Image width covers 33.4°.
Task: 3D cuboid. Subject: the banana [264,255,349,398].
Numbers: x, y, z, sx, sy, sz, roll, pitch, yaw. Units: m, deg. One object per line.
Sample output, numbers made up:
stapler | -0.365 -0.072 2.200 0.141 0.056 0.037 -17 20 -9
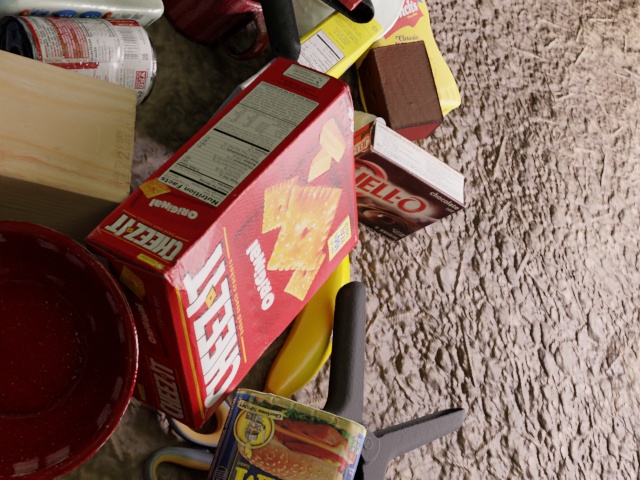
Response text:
banana | -0.009 0.040 0.872 0.069 0.037 0.198 8 63 -14

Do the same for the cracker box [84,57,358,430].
cracker box | -0.055 0.001 0.746 0.072 0.164 0.213 23 51 24

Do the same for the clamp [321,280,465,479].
clamp | 0.021 0.145 0.819 0.209 0.036 0.164 -47 111 -36

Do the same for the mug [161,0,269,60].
mug | -0.077 -0.205 0.887 0.093 0.082 0.117 -20 85 -43

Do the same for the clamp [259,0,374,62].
clamp | -0.039 -0.216 0.838 0.171 0.039 0.120 46 42 -6

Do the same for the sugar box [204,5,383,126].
sugar box | -0.025 -0.129 0.888 0.048 0.093 0.176 45 49 -5

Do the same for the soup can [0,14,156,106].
soup can | -0.179 -0.129 0.777 0.102 0.069 0.068 -9 78 -42

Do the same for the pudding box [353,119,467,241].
pudding box | 0.057 -0.050 0.926 0.113 0.090 0.039 26 56 -30

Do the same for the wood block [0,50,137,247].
wood block | -0.231 -0.068 0.678 0.205 0.091 0.090 14 62 -28

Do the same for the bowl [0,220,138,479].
bowl | -0.192 0.069 0.660 0.162 0.055 0.162 0 88 -5

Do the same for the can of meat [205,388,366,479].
can of meat | -0.026 0.157 0.739 0.102 0.057 0.084 20 70 -4

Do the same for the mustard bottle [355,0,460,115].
mustard bottle | 0.063 -0.205 1.020 0.096 0.058 0.191 -12 79 -31

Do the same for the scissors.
scissors | -0.044 0.159 0.802 0.201 0.016 0.096 8 66 -38

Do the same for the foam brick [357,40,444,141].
foam brick | 0.070 -0.129 0.941 0.051 0.053 0.078 -11 80 -13
